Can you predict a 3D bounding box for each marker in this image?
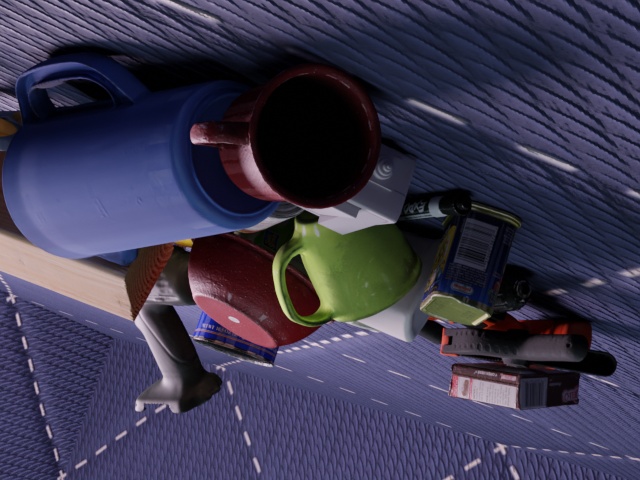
[{"bbox_3d":[0.087,-0.027,0.894,0.020,0.020,0.121,24,167,-25],"label":"marker"}]

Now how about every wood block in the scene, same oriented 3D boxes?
[{"bbox_3d":[-0.253,-0.013,1.010,0.206,0.090,0.090,20,150,9],"label":"wood block"}]

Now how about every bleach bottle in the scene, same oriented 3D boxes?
[{"bbox_3d":[-0.004,0.006,1.033,0.251,0.102,0.068,23,151,22],"label":"bleach bottle"}]

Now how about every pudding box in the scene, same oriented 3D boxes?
[{"bbox_3d":[0.203,0.150,1.109,0.090,0.039,0.113,3,177,45],"label":"pudding box"}]

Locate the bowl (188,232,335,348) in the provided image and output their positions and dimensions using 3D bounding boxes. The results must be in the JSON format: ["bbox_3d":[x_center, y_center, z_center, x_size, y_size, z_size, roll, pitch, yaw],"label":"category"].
[{"bbox_3d":[-0.067,0.054,1.002,0.162,0.055,0.162,28,161,10],"label":"bowl"}]

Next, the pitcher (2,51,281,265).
[{"bbox_3d":[-0.142,-0.064,0.836,0.149,0.145,0.243,18,165,-40],"label":"pitcher"}]

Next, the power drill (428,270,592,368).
[{"bbox_3d":[0.196,0.080,1.121,0.187,0.057,0.185,27,162,-29],"label":"power drill"}]

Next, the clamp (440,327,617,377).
[{"bbox_3d":[0.206,0.110,1.057,0.172,0.039,0.120,4,161,39],"label":"clamp"}]

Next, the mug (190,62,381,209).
[{"bbox_3d":[-0.030,-0.067,0.709,0.117,0.093,0.082,-2,-178,-25],"label":"mug"}]

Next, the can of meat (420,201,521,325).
[{"bbox_3d":[0.124,0.022,0.902,0.057,0.084,0.102,18,168,1],"label":"can of meat"}]

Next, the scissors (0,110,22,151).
[{"bbox_3d":[-0.320,-0.126,1.045,0.096,0.016,0.202,-11,-153,-29],"label":"scissors"}]

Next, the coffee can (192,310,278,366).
[{"bbox_3d":[-0.082,0.068,1.272,0.103,0.140,0.103,18,168,4],"label":"coffee can"}]
